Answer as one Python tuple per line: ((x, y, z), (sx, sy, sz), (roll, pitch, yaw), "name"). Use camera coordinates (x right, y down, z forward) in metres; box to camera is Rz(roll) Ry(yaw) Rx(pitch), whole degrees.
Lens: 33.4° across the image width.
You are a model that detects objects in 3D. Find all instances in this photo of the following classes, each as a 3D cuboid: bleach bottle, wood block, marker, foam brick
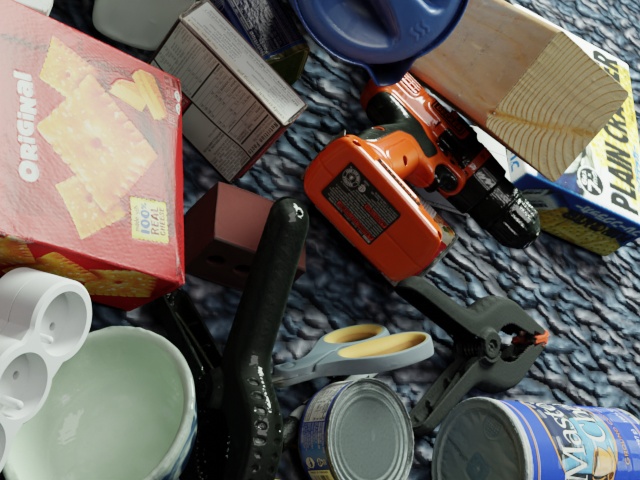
((-0.125, -0.277, 0.862), (0.068, 0.103, 0.251), (18, 55, -21), "bleach bottle")
((0.141, -0.141, 0.875), (0.090, 0.090, 0.206), (33, 10, -32), "wood block")
((0.002, 0.117, 0.771), (0.120, 0.020, 0.020), (-33, 85, -43), "marker")
((-0.055, 0.001, 0.778), (0.078, 0.053, 0.051), (20, 54, -25), "foam brick")

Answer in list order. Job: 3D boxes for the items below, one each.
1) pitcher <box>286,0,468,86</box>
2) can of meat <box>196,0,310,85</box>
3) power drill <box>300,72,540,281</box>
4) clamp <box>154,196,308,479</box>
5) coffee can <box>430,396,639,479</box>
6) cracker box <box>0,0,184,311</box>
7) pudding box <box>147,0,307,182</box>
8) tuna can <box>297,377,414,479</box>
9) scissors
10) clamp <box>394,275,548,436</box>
((0.023, -0.233, 0.850), (0.145, 0.149, 0.243), (34, 10, -20), "pitcher")
((-0.054, -0.163, 0.847), (0.057, 0.102, 0.084), (-29, 84, -12), "can of meat")
((0.078, -0.040, 0.797), (0.184, 0.057, 0.187), (44, 31, 2), "power drill")
((-0.062, 0.092, 0.660), (0.036, 0.165, 0.210), (14, 67, -32), "clamp")
((0.169, 0.173, 0.802), (0.140, 0.103, 0.103), (9, 59, -32), "coffee can")
((-0.186, -0.061, 0.673), (0.213, 0.072, 0.164), (21, 55, -42), "cracker box")
((-0.077, -0.111, 0.805), (0.113, 0.090, 0.039), (45, 47, -4), "pudding box")
((0.025, 0.140, 0.748), (0.085, 0.034, 0.086), (13, 71, -42), "tuna can")
((-0.020, 0.089, 0.764), (0.201, 0.096, 0.016), (-10, 101, -11), "scissors")
((0.120, 0.095, 0.852), (0.171, 0.039, 0.120), (9, 87, -39), "clamp")
